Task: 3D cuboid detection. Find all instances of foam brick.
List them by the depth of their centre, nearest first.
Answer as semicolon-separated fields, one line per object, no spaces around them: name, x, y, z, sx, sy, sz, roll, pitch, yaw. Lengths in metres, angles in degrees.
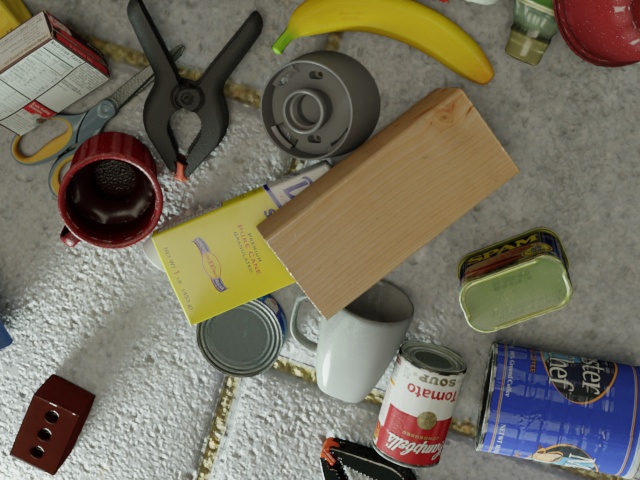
foam brick;-0.272;0.187;1.087;0.053;0.051;0.078;25;107;1

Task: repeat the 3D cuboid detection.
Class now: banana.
banana;0.058;-0.183;0.936;0.197;0.037;0.069;7;94;-3

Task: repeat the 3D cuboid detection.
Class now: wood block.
wood block;0.054;-0.035;0.925;0.206;0.090;0.091;-38;101;-1

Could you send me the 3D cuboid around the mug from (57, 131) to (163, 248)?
mug;-0.200;-0.042;0.987;0.093;0.081;0.117;36;105;-21

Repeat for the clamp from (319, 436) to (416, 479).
clamp;0.084;0.273;1.064;0.165;0.036;0.210;-35;97;16

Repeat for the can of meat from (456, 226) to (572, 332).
can of meat;0.174;0.037;0.960;0.102;0.084;0.057;-21;101;14

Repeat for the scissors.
scissors;-0.201;-0.104;1.015;0.202;0.016;0.096;-20;103;13

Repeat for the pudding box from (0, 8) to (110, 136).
pudding box;-0.263;-0.150;0.971;0.113;0.090;0.039;-31;62;13

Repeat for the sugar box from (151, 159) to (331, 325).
sugar box;-0.057;0.001;0.985;0.176;0.048;0.093;-23;101;0

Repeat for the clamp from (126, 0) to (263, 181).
clamp;-0.130;-0.142;0.976;0.120;0.039;0.171;17;109;-2

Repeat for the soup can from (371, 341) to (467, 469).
soup can;0.094;0.155;1.014;0.068;0.068;0.102;16;106;4

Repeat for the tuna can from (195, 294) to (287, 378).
tuna can;-0.076;0.088;1.039;0.086;0.033;0.086;2;105;8

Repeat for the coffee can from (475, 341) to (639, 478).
coffee can;0.219;0.154;0.976;0.140;0.102;0.103;9;106;6
